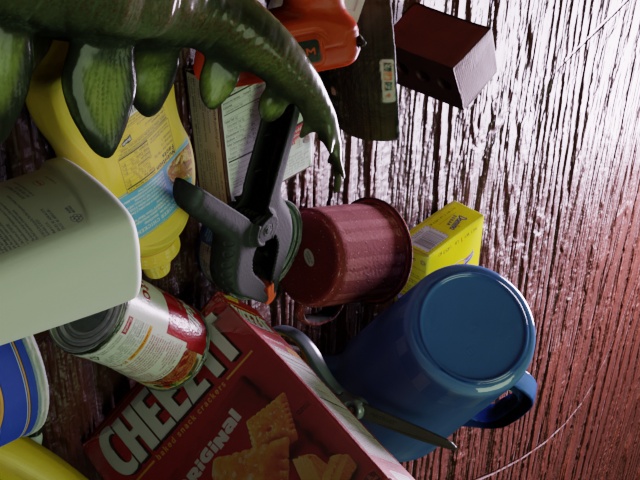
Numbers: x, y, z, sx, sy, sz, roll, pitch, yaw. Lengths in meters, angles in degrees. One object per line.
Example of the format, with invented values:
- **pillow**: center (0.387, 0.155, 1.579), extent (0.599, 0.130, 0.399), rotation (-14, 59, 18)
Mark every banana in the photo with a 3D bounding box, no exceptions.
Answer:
- **banana**: center (-0.195, 0.160, 0.715), extent (0.197, 0.070, 0.037), rotation (43, 88, -20)

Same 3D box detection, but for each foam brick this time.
- **foam brick**: center (0.099, -0.152, 0.882), extent (0.051, 0.078, 0.053), rotation (-49, 144, -19)

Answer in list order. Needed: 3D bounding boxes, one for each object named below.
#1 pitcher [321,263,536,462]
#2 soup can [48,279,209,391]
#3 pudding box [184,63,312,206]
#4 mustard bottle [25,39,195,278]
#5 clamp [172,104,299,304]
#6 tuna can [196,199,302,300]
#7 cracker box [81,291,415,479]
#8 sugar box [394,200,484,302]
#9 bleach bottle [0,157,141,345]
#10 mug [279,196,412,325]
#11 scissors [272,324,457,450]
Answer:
- **pitcher**: center (0.103, 0.110, 0.927), extent (0.149, 0.145, 0.243), rotation (-24, 167, -20)
- **soup can**: center (-0.133, 0.061, 0.746), extent (0.068, 0.069, 0.102), rotation (-58, 145, -4)
- **pudding box**: center (-0.049, -0.088, 0.773), extent (0.089, 0.039, 0.113), rotation (-32, 135, -33)
- **mustard bottle**: center (-0.124, -0.048, 0.686), extent (0.096, 0.058, 0.191), rotation (-48, 145, -35)
- **clamp**: center (-0.046, -0.024, 0.756), extent (0.120, 0.039, 0.171), rotation (-46, 153, -22)
- **tuna can**: center (-0.055, 0.001, 0.833), extent (0.086, 0.034, 0.086), rotation (-31, 136, -36)
- **cracker box**: center (-0.054, 0.166, 0.768), extent (0.164, 0.214, 0.072), rotation (-48, 146, 3)
- **sugar box**: center (0.117, 0.057, 1.085), extent (0.093, 0.048, 0.176), rotation (-33, 136, -35)
- **bleach bottle**: center (-0.223, 0.029, 0.544), extent (0.250, 0.103, 0.068), rotation (-20, 126, -33)
- **mug**: center (0.011, 0.021, 0.890), extent (0.081, 0.093, 0.117), rotation (-5, 129, -45)
- **scissors**: center (0.020, 0.120, 0.889), extent (0.016, 0.202, 0.096), rotation (-25, 109, -50)
